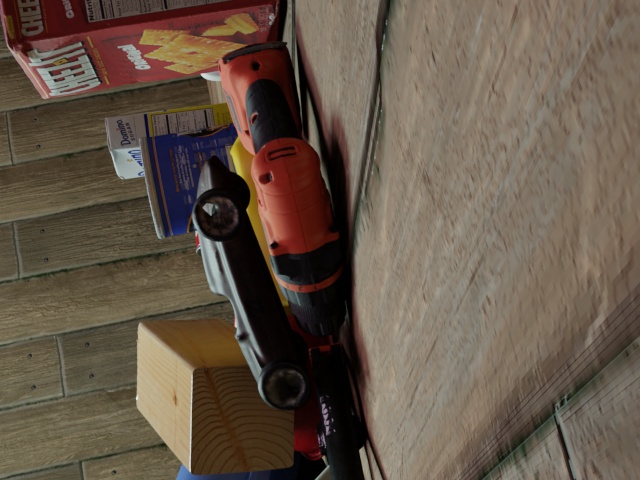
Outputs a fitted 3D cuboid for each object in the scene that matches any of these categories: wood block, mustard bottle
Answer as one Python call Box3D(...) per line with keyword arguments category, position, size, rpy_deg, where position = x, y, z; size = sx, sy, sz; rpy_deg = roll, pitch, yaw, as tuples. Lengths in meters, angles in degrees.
Box3D(category="wood block", position=(-0.100, 0.133, 0.955), size=(0.206, 0.090, 0.091), rpy_deg=(-162, 73, -68))
Box3D(category="mustard bottle", position=(-0.039, -0.033, 0.915), size=(0.096, 0.058, 0.191), rpy_deg=(22, -124, -74))

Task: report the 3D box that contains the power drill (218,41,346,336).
Box3D(category="power drill", position=(-0.024, -0.043, 0.790), size=(0.184, 0.057, 0.188), rpy_deg=(80, 174, -47))

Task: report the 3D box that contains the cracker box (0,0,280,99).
Box3D(category="cracker box", position=(-0.142, -0.181, 0.881), size=(0.164, 0.213, 0.072), rpy_deg=(121, 138, -81))

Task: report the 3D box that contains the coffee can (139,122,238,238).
Box3D(category="coffee can", position=(-0.102, -0.064, 1.067), size=(0.103, 0.140, 0.103), rpy_deg=(169, 90, -84))

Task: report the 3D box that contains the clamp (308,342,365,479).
Box3D(category="clamp", position=(0.016, 0.157, 0.842), size=(0.120, 0.039, 0.171), rpy_deg=(96, 162, -66))

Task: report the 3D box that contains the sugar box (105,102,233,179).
Box3D(category="sugar box", position=(-0.139, -0.109, 1.158), size=(0.093, 0.176, 0.048), rpy_deg=(99, 160, -73))

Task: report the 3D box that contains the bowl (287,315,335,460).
Box3D(category="bowl", position=(-0.036, 0.125, 0.993), size=(0.162, 0.055, 0.162), rpy_deg=(178, 90, -69))
